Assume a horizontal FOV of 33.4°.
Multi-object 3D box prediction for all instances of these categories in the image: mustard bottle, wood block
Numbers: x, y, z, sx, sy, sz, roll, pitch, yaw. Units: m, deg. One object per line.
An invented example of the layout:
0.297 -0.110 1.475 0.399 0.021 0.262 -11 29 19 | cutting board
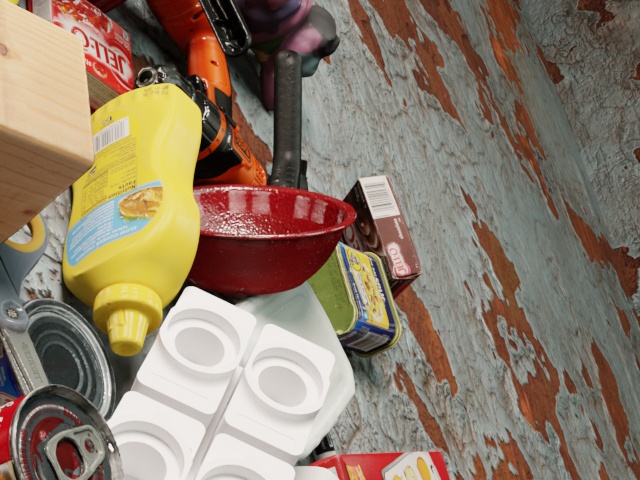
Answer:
-0.120 -0.010 0.681 0.058 0.096 0.191 44 29 -42 | mustard bottle
-0.218 -0.081 0.498 0.205 0.090 0.091 23 44 -44 | wood block

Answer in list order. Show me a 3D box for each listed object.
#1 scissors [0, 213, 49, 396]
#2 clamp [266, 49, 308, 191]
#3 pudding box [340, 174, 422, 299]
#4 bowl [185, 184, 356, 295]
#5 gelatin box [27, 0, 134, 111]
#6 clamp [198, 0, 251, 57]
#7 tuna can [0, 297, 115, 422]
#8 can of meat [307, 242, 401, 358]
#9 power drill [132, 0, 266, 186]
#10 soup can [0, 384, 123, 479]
-0.156 0.034 0.570 0.202 0.016 0.096 50 28 16 | scissors
-0.029 -0.042 0.967 0.164 0.036 0.210 84 6 -62 | clamp
0.056 0.002 1.082 0.039 0.090 0.113 -8 70 -23 | pudding box
-0.055 0.001 0.792 0.162 0.162 0.055 -37 133 -68 | bowl
-0.175 -0.142 0.789 0.089 0.030 0.073 36 35 -50 | gelatin box
-0.105 -0.226 0.805 0.120 0.039 0.171 44 22 -50 | clamp
-0.154 0.076 0.596 0.086 0.034 0.086 48 27 -35 | tuna can
0.024 0.053 0.996 0.083 0.058 0.102 24 44 -55 | can of meat
-0.107 -0.137 0.878 0.184 0.057 0.187 54 22 -58 | power drill
-0.148 0.114 0.475 0.068 0.102 0.068 48 27 -35 | soup can
